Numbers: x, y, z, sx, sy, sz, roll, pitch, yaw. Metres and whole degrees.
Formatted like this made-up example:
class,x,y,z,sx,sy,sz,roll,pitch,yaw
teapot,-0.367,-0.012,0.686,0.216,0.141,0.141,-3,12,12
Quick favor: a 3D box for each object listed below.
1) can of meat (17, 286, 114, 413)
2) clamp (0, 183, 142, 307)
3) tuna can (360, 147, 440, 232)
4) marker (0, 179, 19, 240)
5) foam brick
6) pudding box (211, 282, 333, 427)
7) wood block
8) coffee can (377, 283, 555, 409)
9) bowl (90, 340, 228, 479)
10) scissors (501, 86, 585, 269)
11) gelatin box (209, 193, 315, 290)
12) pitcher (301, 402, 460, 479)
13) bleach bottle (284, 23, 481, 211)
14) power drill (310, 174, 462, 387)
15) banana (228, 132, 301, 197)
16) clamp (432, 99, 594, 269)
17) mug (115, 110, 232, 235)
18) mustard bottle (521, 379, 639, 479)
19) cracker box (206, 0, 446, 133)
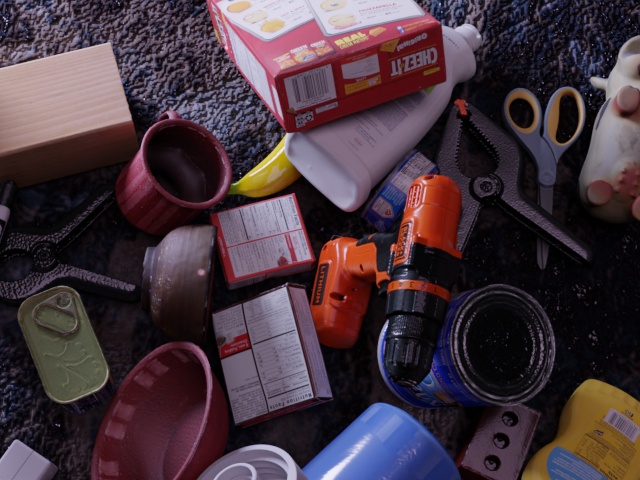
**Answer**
class,x,y,z,sx,sy,sz,roll,pitch,yaw
can of meat,-0.226,0.102,0.962,0.057,0.084,0.102,-23,75,-12
clamp,-0.255,0.008,1.014,0.171,0.039,0.120,-5,66,-6
tuna can,0.078,-0.046,1.035,0.034,0.086,0.086,39,73,6
marker,-0.305,-0.002,0.990,0.020,0.020,0.121,13,67,-1
foam brick,0.161,0.188,0.984,0.053,0.051,0.078,24,72,3
pudding box,-0.046,0.106,0.980,0.090,0.039,0.113,-21,74,22
wood block,-0.286,-0.108,1.023,0.206,0.090,0.091,-16,74,-9
coffee can,0.126,0.097,0.950,0.102,0.140,0.103,4,79,-22
bowl,-0.130,0.172,0.934,0.055,0.162,0.162,33,67,-34
scissors,0.214,-0.076,1.093,0.096,0.016,0.201,21,72,4
gelatin box,-0.057,0.001,1.038,0.089,0.030,0.073,-14,72,-9
pitcher,0.014,0.264,0.910,0.242,0.145,0.149,-43,120,-19
bleach bottle,0.082,-0.139,1.062,0.102,0.068,0.250,43,60,11
power drill,0.055,0.048,0.948,0.057,0.188,0.184,22,69,-22
banana,-0.026,-0.114,1.074,0.069,0.037,0.197,32,72,3
clamp,0.157,-0.040,1.064,0.164,0.036,0.210,-20,71,-2
mug,-0.144,-0.066,1.013,0.093,0.082,0.117,5,64,-33
mustard bottle,0.232,0.215,0.944,0.096,0.058,0.191,38,51,10
cracker box,0.001,-0.198,1.033,0.164,0.072,0.214,-20,38,-12
